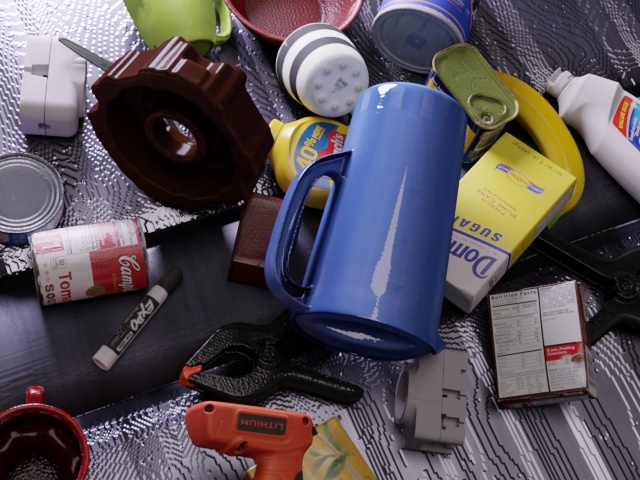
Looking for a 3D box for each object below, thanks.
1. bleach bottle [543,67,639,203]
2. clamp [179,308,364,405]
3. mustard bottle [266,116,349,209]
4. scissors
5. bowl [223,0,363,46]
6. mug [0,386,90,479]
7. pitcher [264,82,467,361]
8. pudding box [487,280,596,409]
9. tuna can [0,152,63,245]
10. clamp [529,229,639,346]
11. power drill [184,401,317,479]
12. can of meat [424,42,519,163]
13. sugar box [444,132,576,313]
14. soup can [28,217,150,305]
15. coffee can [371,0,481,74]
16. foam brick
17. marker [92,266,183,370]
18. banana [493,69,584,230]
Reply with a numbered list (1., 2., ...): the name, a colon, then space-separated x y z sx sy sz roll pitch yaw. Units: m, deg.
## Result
1. bleach bottle: 0.346 -0.096 1.159 0.251 0.068 0.102 40 62 11
2. clamp: -0.049 0.101 1.001 0.171 0.039 0.120 -1 59 -19
3. mustard bottle: 0.012 -0.074 1.083 0.191 0.058 0.096 25 63 1
4. scissors: -0.161 -0.161 1.084 0.201 0.016 0.096 42 54 -9
5. bowl: -0.035 -0.268 1.165 0.162 0.055 0.162 4 65 -10
6. mug: -0.242 0.182 0.899 0.093 0.082 0.117 -2 66 -12
7. pitcher: 0.053 -0.021 0.973 0.145 0.149 0.243 6 69 21
8. pudding box: 0.212 0.101 1.029 0.090 0.039 0.113 -11 64 22
9. tuna can: -0.289 -0.039 1.019 0.086 0.034 0.086 4 65 -10
10. clamp: 0.300 0.044 1.098 0.209 0.036 0.164 -9 68 -11
11. power drill: -0.072 0.225 0.835 0.184 0.057 0.187 12 66 -26
12. can of meat: 0.152 -0.142 1.128 0.057 0.084 0.102 -29 74 -22
13. sugar box: 0.169 -0.020 1.078 0.093 0.048 0.176 36 67 20
14. soup can: -0.214 0.020 0.988 0.102 0.069 0.068 -9 68 -15
15. coffee can: 0.125 -0.269 1.172 0.103 0.103 0.140 22 63 -1
16. foam brick: -0.057 0.001 1.037 0.051 0.053 0.078 12 65 -6
17. marker: -0.168 0.070 1.001 0.020 0.020 0.121 35 63 5
18. banana: 0.239 -0.109 1.157 0.069 0.037 0.198 -12 68 -17
